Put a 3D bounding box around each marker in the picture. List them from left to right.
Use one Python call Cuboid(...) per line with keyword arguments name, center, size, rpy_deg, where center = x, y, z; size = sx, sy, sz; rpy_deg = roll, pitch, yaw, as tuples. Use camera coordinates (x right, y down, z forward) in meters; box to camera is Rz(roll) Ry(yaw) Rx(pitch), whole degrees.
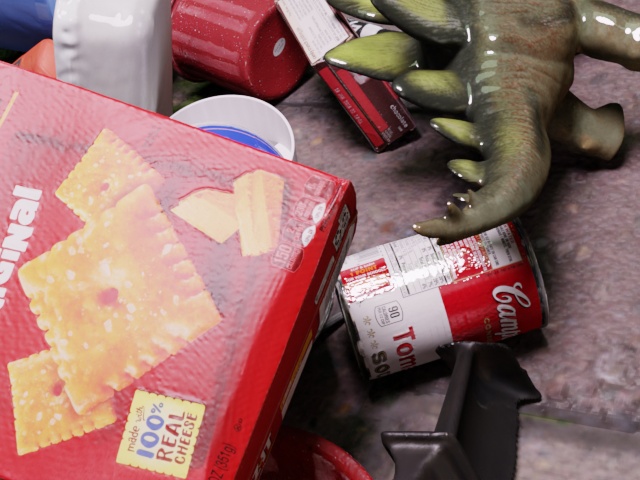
Cuboid(name="marker", center=(0.024, -0.169, 0.860), size=(0.121, 0.020, 0.020), rpy_deg=(24, 53, 39))

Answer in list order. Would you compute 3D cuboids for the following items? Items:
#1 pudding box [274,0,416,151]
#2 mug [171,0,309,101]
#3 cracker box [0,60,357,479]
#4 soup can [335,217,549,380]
Cuboid(name="pudding box", center=(0.017, -0.126, 0.751), size=(0.039, 0.090, 0.113), rpy_deg=(-35, 38, 6))
Cuboid(name="mug", center=(-0.052, -0.156, 0.829), size=(0.082, 0.093, 0.117), rpy_deg=(25, 17, 34))
Cuboid(name="cracker box", center=(-0.110, 0.021, 0.453), size=(0.214, 0.072, 0.164), rpy_deg=(20, 71, 8))
Cuboid(name="soup can", center=(0.062, 0.029, 0.570), size=(0.102, 0.068, 0.068), rpy_deg=(-17, 39, 0))
